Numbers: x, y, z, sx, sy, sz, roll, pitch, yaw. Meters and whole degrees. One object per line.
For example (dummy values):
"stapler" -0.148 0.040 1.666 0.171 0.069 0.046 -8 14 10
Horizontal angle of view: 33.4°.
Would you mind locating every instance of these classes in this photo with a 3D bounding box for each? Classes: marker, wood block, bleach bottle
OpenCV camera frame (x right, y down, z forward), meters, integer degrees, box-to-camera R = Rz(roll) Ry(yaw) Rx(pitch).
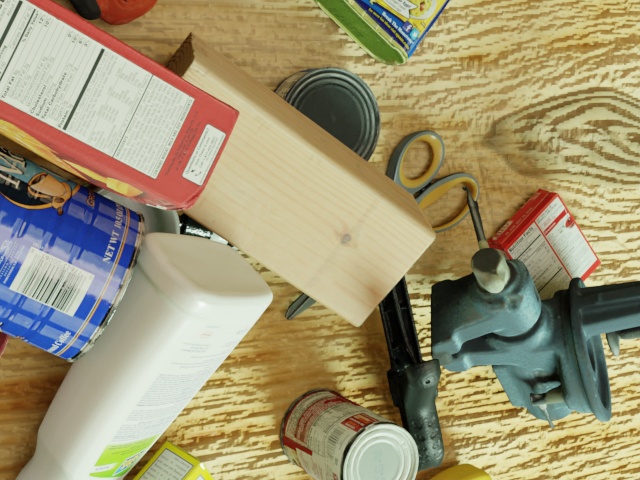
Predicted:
"marker" -0.055 0.001 0.808 0.121 0.020 0.020 16 89 -29
"wood block" -0.032 -0.041 0.747 0.206 0.090 0.091 35 104 -20
"bleach bottle" -0.139 0.111 0.708 0.251 0.068 0.102 -53 153 17

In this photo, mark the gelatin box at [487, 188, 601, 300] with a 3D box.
"gelatin box" 0.195 0.011 0.935 0.073 0.030 0.089 -44 115 -14

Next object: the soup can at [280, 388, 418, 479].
"soup can" 0.021 0.159 0.822 0.068 0.102 0.068 -4 98 -27

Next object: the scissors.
"scissors" 0.043 -0.021 0.859 0.201 0.016 0.096 -25 106 -23

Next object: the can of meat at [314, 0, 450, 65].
"can of meat" 0.049 -0.196 0.815 0.102 0.058 0.084 39 81 -26

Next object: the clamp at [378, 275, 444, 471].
"clamp" 0.073 0.114 0.826 0.036 0.164 0.210 -12 122 0

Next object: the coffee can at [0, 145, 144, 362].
"coffee can" -0.191 -0.001 0.636 0.140 0.103 0.103 27 84 -22

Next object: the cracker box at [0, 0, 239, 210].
"cracker box" -0.177 -0.095 0.585 0.213 0.164 0.072 27 85 -37

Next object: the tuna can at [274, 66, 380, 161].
"tuna can" 0.001 -0.089 0.817 0.086 0.034 0.086 -4 99 -27
